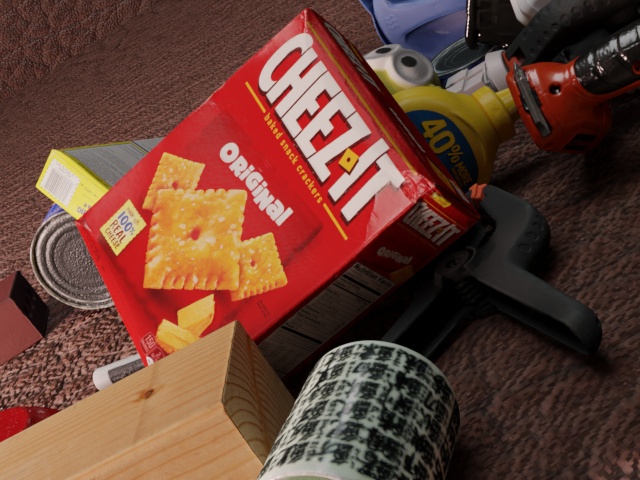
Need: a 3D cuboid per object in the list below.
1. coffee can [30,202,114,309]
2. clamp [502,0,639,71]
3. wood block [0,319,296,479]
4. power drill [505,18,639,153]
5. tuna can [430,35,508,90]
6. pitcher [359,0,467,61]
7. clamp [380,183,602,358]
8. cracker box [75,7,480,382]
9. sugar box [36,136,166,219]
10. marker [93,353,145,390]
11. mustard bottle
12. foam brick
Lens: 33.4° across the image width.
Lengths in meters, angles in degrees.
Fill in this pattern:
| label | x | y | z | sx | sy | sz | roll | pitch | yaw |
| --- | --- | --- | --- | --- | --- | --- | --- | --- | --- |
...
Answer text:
| label | x | y | z | sx | sy | sz | roll | pitch | yaw |
| --- | --- | --- | --- | --- | --- | --- | --- | --- | --- |
| coffee can | -0.210 | -0.012 | 1.022 | 0.103 | 0.102 | 0.140 | -28 | 22 | 12 |
| clamp | 0.191 | -0.156 | 0.678 | 0.172 | 0.120 | 0.039 | -30 | 62 | 17 |
| wood block | -0.113 | 0.141 | 0.580 | 0.206 | 0.090 | 0.091 | -28 | 21 | 13 |
| power drill | 0.222 | -0.120 | 0.659 | 0.188 | 0.057 | 0.184 | -31 | -17 | 31 |
| tuna can | 0.136 | -0.155 | 0.945 | 0.086 | 0.033 | 0.086 | -28 | 22 | 12 |
| pitcher | 0.151 | -0.270 | 1.069 | 0.145 | 0.149 | 0.242 | -37 | 13 | 33 |
| clamp | 0.078 | 0.032 | 0.622 | 0.165 | 0.036 | 0.210 | -28 | 21 | 21 |
| cracker box | -0.036 | -0.013 | 0.664 | 0.214 | 0.072 | 0.164 | -41 | 57 | 14 |
| sugar box | -0.161 | -0.048 | 0.961 | 0.048 | 0.093 | 0.176 | -58 | -17 | 19 |
| marker | -0.119 | 0.087 | 0.797 | 0.121 | 0.020 | 0.020 | -22 | 24 | 26 |
| mustard bottle | 0.061 | -0.051 | 0.742 | 0.191 | 0.096 | 0.058 | -31 | 19 | 3 |
| foam brick | -0.302 | 0.074 | 1.033 | 0.051 | 0.053 | 0.078 | -32 | 22 | 2 |
